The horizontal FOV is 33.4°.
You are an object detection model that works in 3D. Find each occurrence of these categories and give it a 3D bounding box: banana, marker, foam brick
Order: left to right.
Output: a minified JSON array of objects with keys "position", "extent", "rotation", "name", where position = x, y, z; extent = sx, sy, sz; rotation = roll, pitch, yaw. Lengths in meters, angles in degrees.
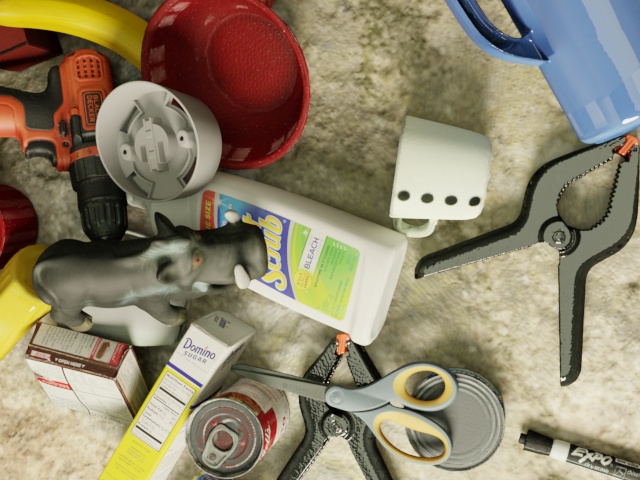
[{"position":[-0.276,-0.187,0.959],"extent":[0.051,0.078,0.053],"rotation":[-19,91,10],"name":"foam brick"},{"position":[-0.199,-0.182,0.926],"extent":[0.197,0.069,0.037],"rotation":[23,140,-25],"name":"banana"},{"position":[0.229,0.186,0.910],"extent":[0.121,0.020,0.020],"rotation":[16,97,11],"name":"marker"}]

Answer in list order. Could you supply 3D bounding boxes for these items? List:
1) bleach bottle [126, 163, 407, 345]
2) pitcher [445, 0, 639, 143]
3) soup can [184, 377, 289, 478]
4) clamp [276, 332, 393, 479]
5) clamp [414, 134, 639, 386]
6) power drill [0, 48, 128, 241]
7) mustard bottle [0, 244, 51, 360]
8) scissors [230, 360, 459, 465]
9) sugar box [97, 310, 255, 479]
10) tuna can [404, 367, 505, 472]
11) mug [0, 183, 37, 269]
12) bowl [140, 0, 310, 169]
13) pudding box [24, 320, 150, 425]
[{"position":[-0.056,0.001,0.935],"extent":[0.251,0.068,0.103],"rotation":[19,106,13],"name":"bleach bottle"},{"position":[0.193,-0.199,0.833],"extent":[0.149,0.144,0.243],"rotation":[-26,92,33],"name":"pitcher"},{"position":[-0.070,0.159,0.928],"extent":[0.068,0.102,0.068],"rotation":[1,94,12],"name":"soup can"},{"position":[0.008,0.168,0.946],"extent":[0.120,0.039,0.171],"rotation":[-5,87,8],"name":"clamp"},{"position":[0.204,0.007,0.892],"extent":[0.164,0.036,0.210],"rotation":[43,101,6],"name":"clamp"},{"position":[-0.262,-0.077,0.922],"extent":[0.187,0.057,0.184],"rotation":[-4,70,-19],"name":"power drill"},{"position":[-0.309,0.091,0.975],"extent":[0.058,0.096,0.192],"rotation":[40,109,-13],"name":"mustard bottle"},{"position":[0.030,0.120,0.913],"extent":[0.202,0.016,0.096],"rotation":[29,98,8],"name":"scissors"},{"position":[-0.128,0.147,0.945],"extent":[0.048,0.093,0.176],"rotation":[30,99,8],"name":"sugar box"},{"position":[0.117,0.154,0.923],"extent":[0.086,0.033,0.086],"rotation":[1,94,12],"name":"tuna can"},{"position":[-0.321,-0.019,0.979],"extent":[0.117,0.081,0.093],"rotation":[43,101,6],"name":"mug"},{"position":[-0.072,-0.144,0.913],"extent":[0.162,0.055,0.162],"rotation":[12,119,21],"name":"bowl"},{"position":[-0.205,0.122,0.953],"extent":[0.090,0.113,0.039],"rotation":[12,61,10],"name":"pudding box"}]
